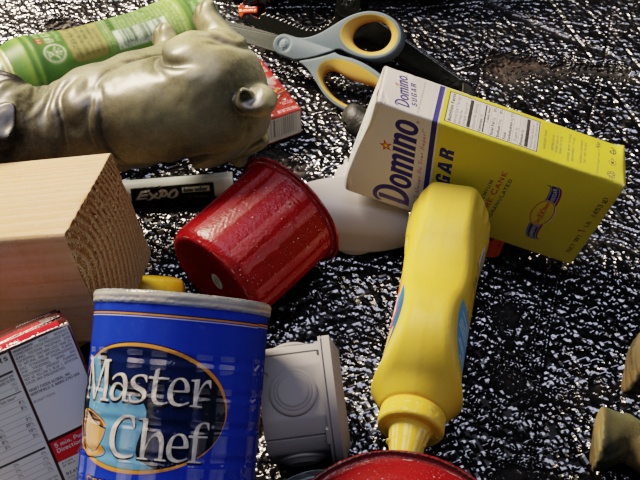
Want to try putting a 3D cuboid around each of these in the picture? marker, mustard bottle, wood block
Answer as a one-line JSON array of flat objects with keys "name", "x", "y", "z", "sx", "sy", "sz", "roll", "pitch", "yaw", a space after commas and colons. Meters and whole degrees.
[{"name": "marker", "x": -0.128, "y": -0.040, "z": 0.828, "sx": 0.121, "sy": 0.020, "sz": 0.020, "roll": -4, "pitch": 49, "yaw": -4}, {"name": "mustard bottle", "x": 0.071, "y": 0.060, "z": 0.692, "sx": 0.058, "sy": 0.096, "sz": 0.191, "roll": 10, "pitch": 50, "yaw": 7}, {"name": "wood block", "x": -0.230, "y": 0.011, "z": 0.700, "sx": 0.206, "sy": 0.090, "sz": 0.090, "roll": -4, "pitch": 38, "yaw": 14}]

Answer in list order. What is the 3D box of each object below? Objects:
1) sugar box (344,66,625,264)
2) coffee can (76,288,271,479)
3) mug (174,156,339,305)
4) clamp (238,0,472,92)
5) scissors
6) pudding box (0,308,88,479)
[{"name": "sugar box", "x": 0.111, "y": -0.050, "z": 0.742, "sx": 0.176, "sy": 0.093, "sz": 0.048, "roll": 16, "pitch": 50, "yaw": -3}, {"name": "coffee can", "x": -0.085, "y": 0.102, "z": 0.610, "sx": 0.103, "sy": 0.103, "sz": 0.140, "roll": 4, "pitch": 83, "yaw": 3}, {"name": "mug", "x": -0.055, "y": 0.001, "z": 0.757, "sx": 0.081, "sy": 0.093, "sz": 0.117, "roll": -43, "pitch": 30, "yaw": -26}, {"name": "clamp", "x": 0.033, "y": -0.215, "z": 0.922, "sx": 0.210, "sy": 0.164, "sz": 0.036, "roll": 6, "pitch": 7, "yaw": 14}, {"name": "scissors", "x": -0.013, "y": -0.179, "z": 0.912, "sx": 0.202, "sy": 0.016, "sz": 0.096, "roll": 36, "pitch": 97, "yaw": 16}, {"name": "pudding box", "x": -0.176, "y": 0.109, "z": 0.637, "sx": 0.090, "sy": 0.113, "sz": 0.039, "roll": -23, "pitch": 18, "yaw": -19}]
